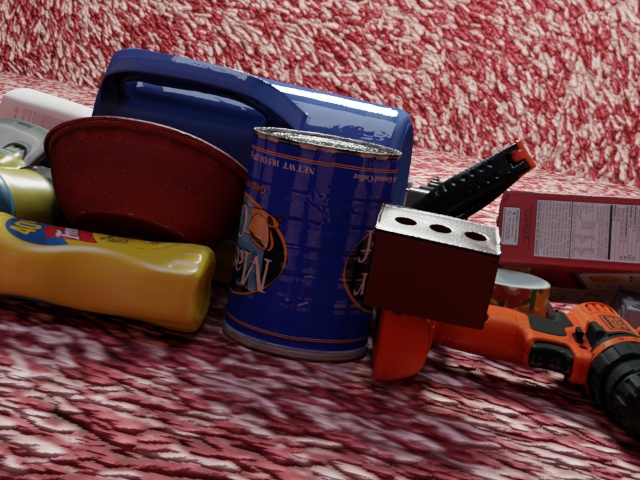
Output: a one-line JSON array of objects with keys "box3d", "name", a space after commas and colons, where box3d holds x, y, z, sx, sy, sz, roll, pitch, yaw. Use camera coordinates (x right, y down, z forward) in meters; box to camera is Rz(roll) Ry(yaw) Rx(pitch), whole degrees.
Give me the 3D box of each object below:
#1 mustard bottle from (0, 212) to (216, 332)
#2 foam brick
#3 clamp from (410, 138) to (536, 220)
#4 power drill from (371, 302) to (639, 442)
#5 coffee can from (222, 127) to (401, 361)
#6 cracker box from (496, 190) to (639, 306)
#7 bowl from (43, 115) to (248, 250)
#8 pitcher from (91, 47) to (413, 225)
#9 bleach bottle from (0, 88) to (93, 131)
[{"box3d": [-0.170, 0.018, 0.717, 0.191, 0.058, 0.096, 9, 7, 1], "name": "mustard bottle"}, {"box3d": [0.069, 0.016, 0.657, 0.078, 0.051, 0.053, 12, 20, 4], "name": "foam brick"}, {"box3d": [0.089, -0.017, 0.920, 0.210, 0.036, 0.164, -37, -13, 34], "name": "clamp"}, {"box3d": [0.129, 0.074, 0.695, 0.187, 0.057, 0.184, 11, 11, -1], "name": "power drill"}, {"box3d": [-0.006, 0.000, 0.730, 0.103, 0.140, 0.103, 9, 10, -2], "name": "coffee can"}, {"box3d": [0.260, 0.012, 0.921, 0.214, 0.072, 0.164, 3, -13, 11], "name": "cracker box"}, {"box3d": [-0.127, -0.025, 0.768, 0.162, 0.055, 0.162, 11, -23, 4], "name": "bowl"}, {"box3d": [-0.054, -0.075, 0.844, 0.243, 0.145, 0.149, 11, 18, 11], "name": "pitcher"}, {"box3d": [-0.267, -0.100, 1.252, 0.251, 0.103, 0.068, 21, 22, 23], "name": "bleach bottle"}]
